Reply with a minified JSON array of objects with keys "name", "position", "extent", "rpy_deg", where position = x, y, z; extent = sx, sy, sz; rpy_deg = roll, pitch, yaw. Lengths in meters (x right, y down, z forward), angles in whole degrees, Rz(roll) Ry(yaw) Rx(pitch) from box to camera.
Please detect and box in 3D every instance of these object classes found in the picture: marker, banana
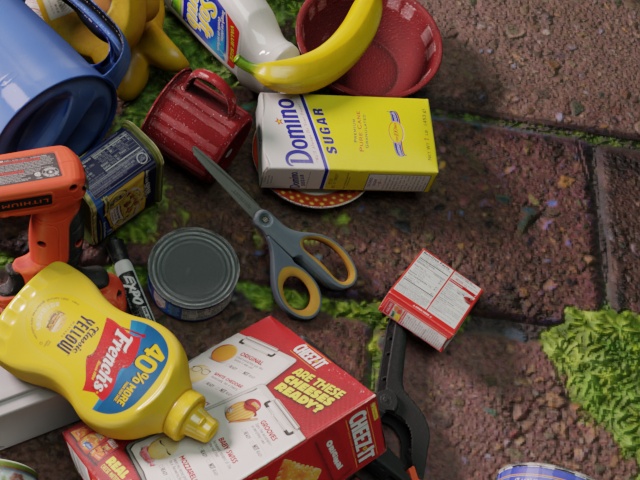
[{"name":"marker","position":[-0.174,0.048,0.996],"extent":[0.020,0.020,0.121],"rpy_deg":[-17,66,-19]},{"name":"banana","position":[0.006,-0.197,1.082],"extent":[0.197,0.037,0.069],"rpy_deg":[-34,101,-31]}]

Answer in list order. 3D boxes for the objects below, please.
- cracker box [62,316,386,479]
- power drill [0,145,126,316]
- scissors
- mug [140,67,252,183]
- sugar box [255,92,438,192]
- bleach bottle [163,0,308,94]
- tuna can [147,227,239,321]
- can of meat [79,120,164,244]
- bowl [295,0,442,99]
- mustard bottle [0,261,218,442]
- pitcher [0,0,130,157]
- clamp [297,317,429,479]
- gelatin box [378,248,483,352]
[{"name":"cracker box","position":[-0.079,0.168,0.880],"extent":[0.213,0.072,0.164],"rpy_deg":[-28,35,-24]},{"name":"power drill","position":[-0.261,0.016,0.904],"extent":[0.184,0.188,0.057],"rpy_deg":[-14,45,-19]},{"name":"scissors","position":[-0.057,0.001,1.015],"extent":[0.201,0.016,0.096],"rpy_deg":[32,69,-13]},{"name":"mug","position":[-0.117,-0.117,1.047],"extent":[0.081,0.117,0.093],"rpy_deg":[33,44,3]},{"name":"sugar box","position":[0.025,-0.099,1.076],"extent":[0.176,0.048,0.093],"rpy_deg":[1,61,-12]},{"name":"bleach bottle","position":[-0.097,-0.245,1.125],"extent":[0.067,0.103,0.251],"rpy_deg":[-28,70,-39]},{"name":"tuna can","position":[-0.120,0.032,1.007],"extent":[0.086,0.034,0.086],"rpy_deg":[5,61,-8]},{"name":"can of meat","position":[-0.197,-0.051,1.000],"extent":[0.057,0.102,0.083],"rpy_deg":[44,65,12]},{"name":"bowl","position":[0.048,-0.204,1.158],"extent":[0.162,0.055,0.162],"rpy_deg":[5,61,-8]},{"name":"mustard bottle","position":[-0.163,0.102,0.846],"extent":[0.192,0.058,0.096],"rpy_deg":[31,66,14]},{"name":"pitcher","position":[-0.298,-0.177,0.966],"extent":[0.243,0.145,0.148],"rpy_deg":[46,39,17]},{"name":"clamp","position":[0.058,0.144,0.978],"extent":[0.120,0.039,0.171],"rpy_deg":[-21,72,-25]},{"name":"gelatin box","position":[0.107,0.057,1.026],"extent":[0.073,0.030,0.089],"rpy_deg":[34,39,8]}]
